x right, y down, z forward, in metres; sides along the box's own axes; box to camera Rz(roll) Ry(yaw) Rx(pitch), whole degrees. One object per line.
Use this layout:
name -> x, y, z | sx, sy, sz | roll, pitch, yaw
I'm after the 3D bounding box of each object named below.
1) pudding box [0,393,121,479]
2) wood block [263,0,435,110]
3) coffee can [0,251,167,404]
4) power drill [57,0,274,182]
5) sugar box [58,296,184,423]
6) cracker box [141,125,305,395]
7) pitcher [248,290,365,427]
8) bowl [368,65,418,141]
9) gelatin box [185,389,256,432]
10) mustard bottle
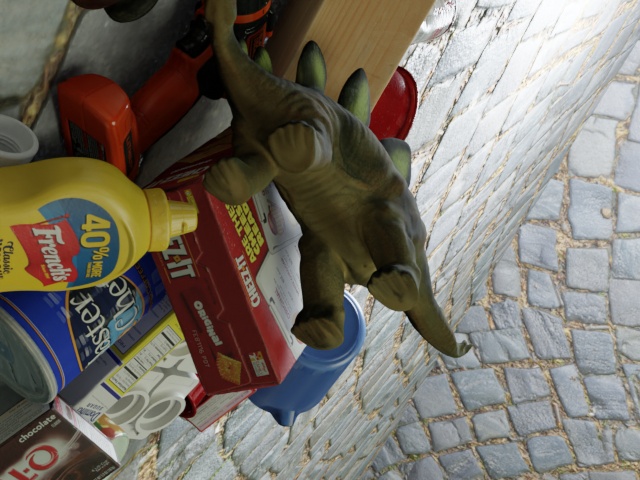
pudding box -> -0.228, 0.175, 0.829 | 0.113, 0.039, 0.090 | -38, 131, -2
wood block -> 0.033, -0.202, 0.901 | 0.206, 0.090, 0.090 | -59, -157, 19
coffee can -> -0.188, 0.040, 0.807 | 0.140, 0.103, 0.103 | -43, 161, -33
power drill -> -0.104, -0.132, 0.772 | 0.187, 0.057, 0.184 | -45, 162, -28
sugar box -> -0.166, 0.067, 0.898 | 0.176, 0.093, 0.048 | -43, 148, -7
cracker box -> -0.056, 0.001, 0.850 | 0.072, 0.164, 0.213 | -14, -165, 21
pitcher -> -0.024, 0.123, 1.334 | 0.144, 0.149, 0.243 | -40, 174, -22
bowl -> 0.014, -0.121, 1.033 | 0.055, 0.162, 0.162 | 40, 86, -37
gelatin box -> -0.105, 0.161, 1.183 | 0.089, 0.030, 0.073 | -40, -165, 21
mustard bottle -> -0.171, -0.008, 0.663 | 0.191, 0.058, 0.096 | -5, 135, -21
